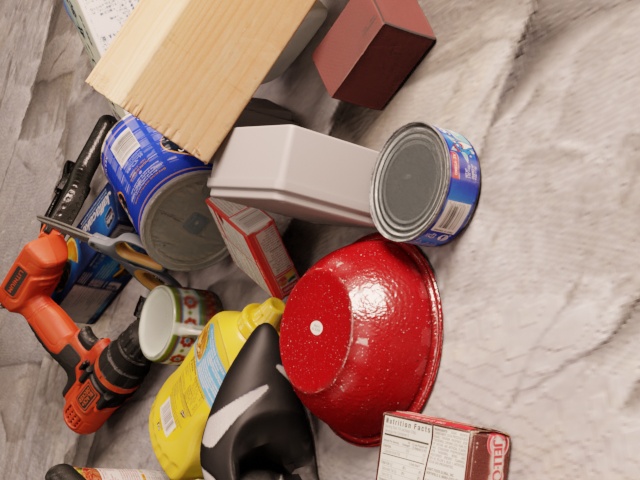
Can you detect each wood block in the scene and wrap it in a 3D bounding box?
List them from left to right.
[{"bbox_3d":[-0.077,-0.175,0.815,0.206,0.090,0.090,-56,32,1],"label":"wood block"}]

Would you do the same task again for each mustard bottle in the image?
[{"bbox_3d":[-0.082,0.117,0.912,0.192,0.058,0.096,-54,37,32],"label":"mustard bottle"}]

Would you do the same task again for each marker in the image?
[{"bbox_3d":[-0.169,0.028,1.097,0.020,0.020,0.121,31,107,54],"label":"marker"}]

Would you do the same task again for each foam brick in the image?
[{"bbox_3d":[0.040,-0.147,0.813,0.078,0.051,0.053,-51,44,36],"label":"foam brick"}]

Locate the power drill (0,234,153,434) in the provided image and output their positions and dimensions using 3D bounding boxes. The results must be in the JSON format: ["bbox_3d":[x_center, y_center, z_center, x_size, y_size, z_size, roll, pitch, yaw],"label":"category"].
[{"bbox_3d":[-0.251,0.088,1.108,0.188,0.057,0.185,53,127,16],"label":"power drill"}]

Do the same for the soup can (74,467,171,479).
[{"bbox_3d":[-0.193,0.247,0.999,0.069,0.102,0.068,-20,65,52],"label":"soup can"}]

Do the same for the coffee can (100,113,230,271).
[{"bbox_3d":[-0.138,-0.051,0.999,0.140,0.102,0.103,51,123,48],"label":"coffee can"}]

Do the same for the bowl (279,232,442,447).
[{"bbox_3d":[0.017,0.069,0.785,0.162,0.055,0.162,-20,65,51],"label":"bowl"}]

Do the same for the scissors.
[{"bbox_3d":[-0.209,0.017,1.082,0.202,0.096,0.016,8,51,45],"label":"scissors"}]

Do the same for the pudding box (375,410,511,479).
[{"bbox_3d":[0.074,0.172,0.690,0.090,0.039,0.113,1,80,56],"label":"pudding box"}]

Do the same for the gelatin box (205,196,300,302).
[{"bbox_3d":[-0.056,0.001,0.898,0.089,0.030,0.073,38,156,53],"label":"gelatin box"}]

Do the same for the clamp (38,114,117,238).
[{"bbox_3d":[-0.282,-0.068,1.236,0.120,0.039,0.171,-51,23,38],"label":"clamp"}]

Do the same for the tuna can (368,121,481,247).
[{"bbox_3d":[0.073,-0.039,0.751,0.086,0.033,0.086,-20,65,52],"label":"tuna can"}]
